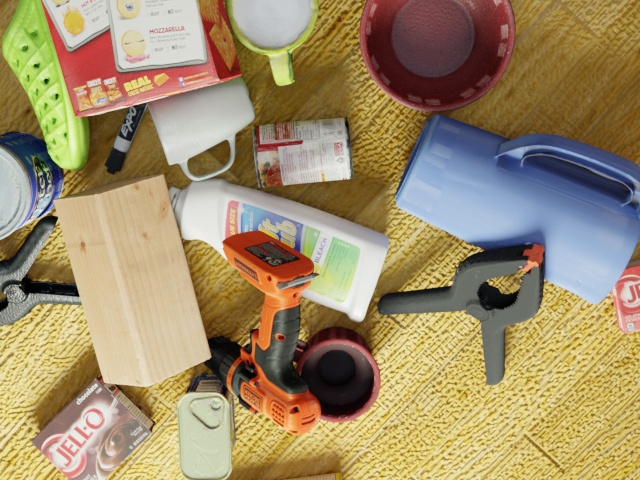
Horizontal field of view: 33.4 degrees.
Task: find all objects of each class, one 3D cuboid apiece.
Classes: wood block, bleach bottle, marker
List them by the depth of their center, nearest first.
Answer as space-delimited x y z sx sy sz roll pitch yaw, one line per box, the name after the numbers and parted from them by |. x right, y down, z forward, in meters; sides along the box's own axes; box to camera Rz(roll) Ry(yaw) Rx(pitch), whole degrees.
-0.200 0.042 1.138 0.091 0.090 0.206 -3 104 47 | wood block
-0.058 0.001 1.160 0.251 0.068 0.102 18 101 1 | bleach bottle
-0.206 -0.128 1.161 0.020 0.020 0.121 24 99 -3 | marker

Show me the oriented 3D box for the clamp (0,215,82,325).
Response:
-0.324 0.054 1.180 0.172 0.039 0.120 -29 113 16 | clamp

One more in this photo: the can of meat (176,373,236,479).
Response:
-0.124 0.204 1.183 0.057 0.084 0.102 -1 100 1 | can of meat

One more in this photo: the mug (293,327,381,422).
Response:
0.007 0.138 1.170 0.117 0.081 0.093 25 99 -3 | mug

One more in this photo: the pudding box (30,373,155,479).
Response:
-0.257 0.218 1.210 0.113 0.039 0.090 -44 96 7 | pudding box

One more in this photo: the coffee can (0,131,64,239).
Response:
-0.335 -0.059 1.114 0.103 0.140 0.103 0 99 1 | coffee can

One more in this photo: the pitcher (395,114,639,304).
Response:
0.210 -0.046 1.110 0.243 0.145 0.149 23 98 0 | pitcher

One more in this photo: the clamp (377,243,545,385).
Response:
0.177 0.073 1.130 0.164 0.036 0.210 37 138 -10 | clamp

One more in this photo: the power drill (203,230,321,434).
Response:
-0.065 0.088 1.114 0.057 0.185 0.188 -19 121 -36 | power drill

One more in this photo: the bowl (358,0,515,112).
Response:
0.120 -0.217 1.122 0.162 0.055 0.162 0 99 1 | bowl

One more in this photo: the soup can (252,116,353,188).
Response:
-0.018 -0.094 1.139 0.102 0.068 0.068 -6 99 1 | soup can

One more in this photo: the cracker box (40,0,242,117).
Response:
-0.185 -0.243 1.040 0.164 0.072 0.214 -11 99 20 | cracker box
